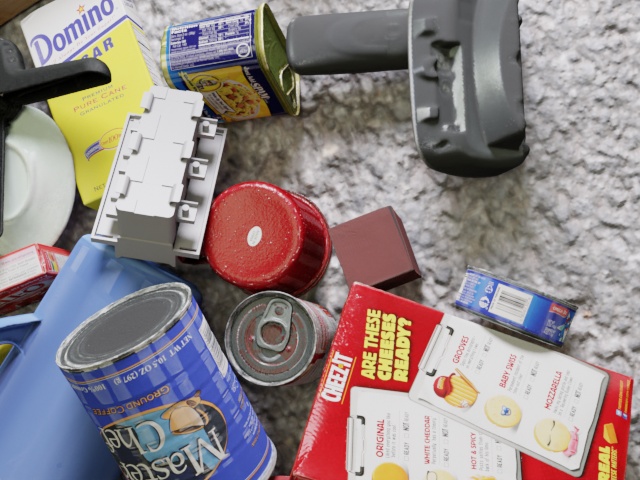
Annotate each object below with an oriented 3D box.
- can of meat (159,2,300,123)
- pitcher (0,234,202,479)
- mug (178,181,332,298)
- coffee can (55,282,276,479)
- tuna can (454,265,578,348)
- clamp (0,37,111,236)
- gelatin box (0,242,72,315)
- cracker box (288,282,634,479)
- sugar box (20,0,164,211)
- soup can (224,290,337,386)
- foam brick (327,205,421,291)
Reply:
[{"bbox_3d":[-0.069,-0.135,0.842,0.084,0.102,0.057,-8,65,13],"label":"can of meat"},{"bbox_3d":[-0.200,0.117,0.821,0.145,0.149,0.243,27,86,13],"label":"pitcher"},{"bbox_3d":[-0.055,0.001,0.833,0.117,0.081,0.093,-7,82,11],"label":"mug"},{"bbox_3d":[-0.105,0.115,0.744,0.103,0.103,0.140,-22,110,8],"label":"coffee can"},{"bbox_3d":[0.143,0.049,0.784,0.086,0.086,0.034,21,89,13],"label":"tuna can"},{"bbox_3d":[-0.258,-0.118,0.870,0.164,0.036,0.210,-48,51,7],"label":"clamp"},{"bbox_3d":[-0.250,0.034,0.873,0.089,0.073,0.030,-22,79,8],"label":"gelatin box"},{"bbox_3d":[0.097,0.140,0.733,0.213,0.072,0.164,18,50,2],"label":"cracker box"},{"bbox_3d":[-0.179,-0.123,0.892,0.093,0.048,0.176,-24,80,8],"label":"sugar box"},{"bbox_3d":[-0.026,0.075,0.807,0.068,0.102,0.068,-1,83,11],"label":"soup can"},{"bbox_3d":[0.043,0.011,0.813,0.051,0.078,0.053,-20,80,7],"label":"foam brick"}]
